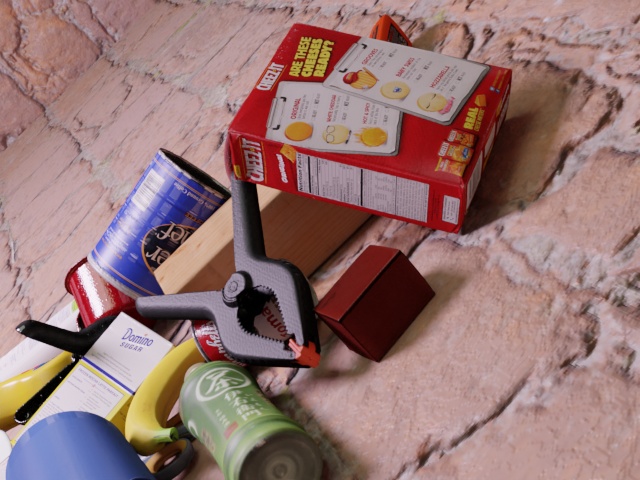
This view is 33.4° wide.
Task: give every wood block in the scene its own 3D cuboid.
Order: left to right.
[{"bbox_3d":[-0.057,0.001,1.066,0.206,0.090,0.090,-44,23,-1],"label":"wood block"}]

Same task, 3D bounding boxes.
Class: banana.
[{"bbox_3d":[-0.144,0.149,0.997,0.070,0.037,0.197,-18,20,10],"label":"banana"}]

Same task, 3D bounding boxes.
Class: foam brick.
[{"bbox_3d":[0.043,0.049,0.871,0.078,0.051,0.053,-48,23,-12],"label":"foam brick"}]

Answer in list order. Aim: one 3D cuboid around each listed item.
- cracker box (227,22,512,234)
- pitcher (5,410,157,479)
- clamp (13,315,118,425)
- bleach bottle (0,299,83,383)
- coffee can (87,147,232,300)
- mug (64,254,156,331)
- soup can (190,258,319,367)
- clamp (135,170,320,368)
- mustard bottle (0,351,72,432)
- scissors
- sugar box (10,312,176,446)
[{"bbox_3d":[0.047,-0.103,0.958,0.214,0.072,0.164,14,50,15],"label":"cracker box"},{"bbox_3d":[-0.177,0.231,0.820,0.149,0.145,0.243,-38,23,-11],"label":"pitcher"},{"bbox_3d":[-0.251,0.116,1.129,0.171,0.120,0.039,-25,44,-38],"label":"clamp"},{"bbox_3d":[-0.292,0.105,1.309,0.251,0.068,0.103,-42,21,-2],"label":"bleach bottle"},{"bbox_3d":[-0.166,-0.012,1.133,0.140,0.102,0.103,-55,22,6],"label":"coffee can"},{"bbox_3d":[-0.244,0.076,1.225,0.117,0.093,0.081,-45,56,25],"label":"mug"},{"bbox_3d":[-0.059,0.070,0.980,0.102,0.068,0.068,-34,25,20],"label":"soup can"},{"bbox_3d":[-0.074,0.052,0.929,0.164,0.036,0.210,-48,49,9],"label":"clamp"},{"bbox_3d":[-0.315,0.168,1.202,0.191,0.058,0.096,-24,-11,2],"label":"mustard bottle"},{"bbox_3d":[-0.178,0.221,0.980,0.202,0.016,0.096,-40,19,8],"label":"scissors"},{"bbox_3d":[-0.223,0.165,1.082,0.093,0.048,0.176,26,67,39],"label":"sugar box"}]
